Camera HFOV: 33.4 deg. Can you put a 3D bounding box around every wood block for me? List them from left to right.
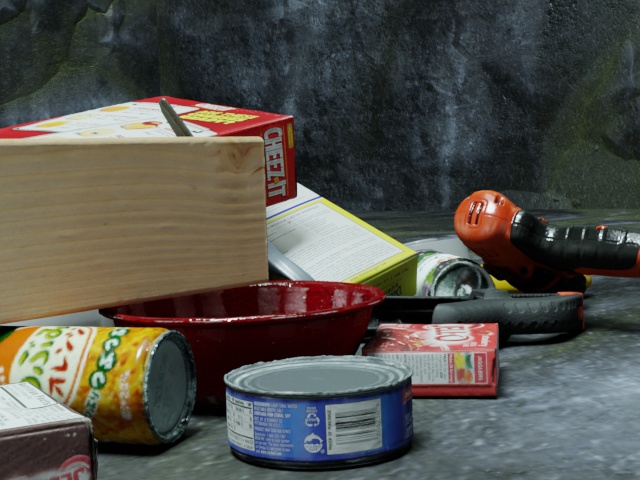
[{"bbox_3d":[-0.133,-0.011,0.591,0.090,0.091,0.205,1,6,41],"label":"wood block"}]

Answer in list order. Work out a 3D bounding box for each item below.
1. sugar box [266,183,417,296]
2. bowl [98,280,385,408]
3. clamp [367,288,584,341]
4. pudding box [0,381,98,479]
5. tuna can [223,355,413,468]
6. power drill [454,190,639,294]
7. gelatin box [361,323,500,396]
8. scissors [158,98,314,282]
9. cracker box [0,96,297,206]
[{"bbox_3d":[-0.017,0.007,0.837,0.093,0.048,0.176,-25,37,-31],"label":"sugar box"},{"bbox_3d":[-0.043,0.058,0.606,0.162,0.055,0.162,-2,4,0],"label":"bowl"},{"bbox_3d":[0.109,0.052,0.753,0.171,0.039,0.120,3,5,-36],"label":"clamp"},{"bbox_3d":[-0.153,0.085,0.413,0.113,0.039,0.090,-2,3,-30],"label":"pudding box"},{"bbox_3d":[0.000,0.076,0.484,0.086,0.034,0.086,-2,4,0],"label":"tuna can"},{"bbox_3d":[0.215,0.020,0.802,0.188,0.057,0.184,6,-15,39],"label":"power drill"},{"bbox_3d":[0.066,0.066,0.613,0.073,0.030,0.089,-1,4,11],"label":"gelatin box"},{"bbox_3d":[-0.055,0.001,0.721,0.016,0.202,0.096,-40,1,-30],"label":"scissors"},{"bbox_3d":[-0.148,-0.047,0.766,0.213,0.072,0.164,-19,24,-39],"label":"cracker box"}]
